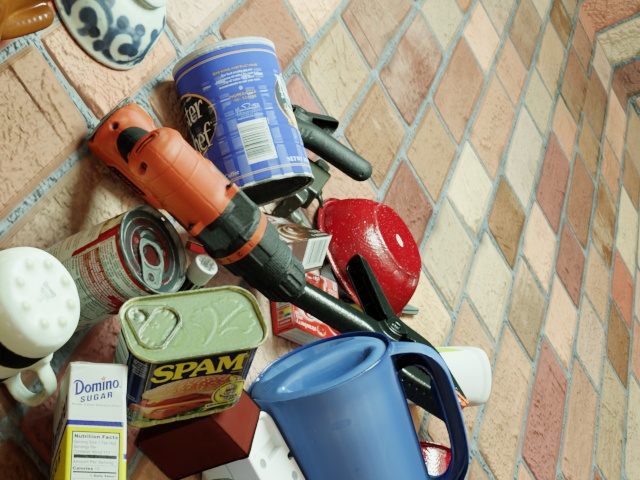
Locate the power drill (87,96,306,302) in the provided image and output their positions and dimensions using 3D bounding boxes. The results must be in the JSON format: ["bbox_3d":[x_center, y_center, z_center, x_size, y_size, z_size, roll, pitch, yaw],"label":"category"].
[{"bbox_3d":[-0.102,-0.036,0.858,0.184,0.057,0.188,49,-9,-34],"label":"power drill"}]

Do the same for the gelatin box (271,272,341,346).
[{"bbox_3d":[-0.013,0.068,1.075,0.089,0.030,0.073,29,47,-49],"label":"gelatin box"}]

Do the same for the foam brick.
[{"bbox_3d":[-0.094,0.145,0.836,0.051,0.078,0.053,51,31,-27],"label":"foam brick"}]

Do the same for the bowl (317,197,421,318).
[{"bbox_3d":[0.066,0.011,1.201,0.162,0.055,0.162,44,29,-32],"label":"bowl"}]

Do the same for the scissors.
[{"bbox_3d":[0.065,0.086,1.209,0.201,0.016,0.096,34,41,-45],"label":"scissors"}]

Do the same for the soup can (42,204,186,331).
[{"bbox_3d":[-0.159,0.023,0.784,0.068,0.102,0.068,38,40,-42],"label":"soup can"}]

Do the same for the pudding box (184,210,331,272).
[{"bbox_3d":[-0.056,0.001,0.986,0.113,0.090,0.039,-4,112,-62],"label":"pudding box"}]

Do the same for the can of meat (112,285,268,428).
[{"bbox_3d":[-0.097,0.084,0.763,0.101,0.084,0.057,-6,50,-26],"label":"can of meat"}]

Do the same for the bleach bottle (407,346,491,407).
[{"bbox_3d":[0.081,0.144,1.107,0.250,0.103,0.068,9,77,-57],"label":"bleach bottle"}]

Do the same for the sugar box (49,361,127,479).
[{"bbox_3d":[-0.154,0.178,0.695,0.048,0.093,0.176,4,59,-20],"label":"sugar box"}]

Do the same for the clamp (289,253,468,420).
[{"bbox_3d":[0.064,0.090,1.046,0.210,0.036,0.164,42,25,11],"label":"clamp"}]

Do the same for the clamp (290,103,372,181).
[{"bbox_3d":[-0.026,-0.128,1.152,0.171,0.039,0.120,28,14,-27],"label":"clamp"}]

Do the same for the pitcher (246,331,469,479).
[{"bbox_3d":[0.046,0.209,0.947,0.144,0.149,0.243,-30,105,-36],"label":"pitcher"}]

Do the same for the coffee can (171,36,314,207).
[{"bbox_3d":[-0.074,-0.109,1.019,0.102,0.103,0.140,-2,72,-60],"label":"coffee can"}]

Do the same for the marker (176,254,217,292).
[{"bbox_3d":[-0.119,0.054,0.816,0.020,0.121,0.020,28,35,-23],"label":"marker"}]
